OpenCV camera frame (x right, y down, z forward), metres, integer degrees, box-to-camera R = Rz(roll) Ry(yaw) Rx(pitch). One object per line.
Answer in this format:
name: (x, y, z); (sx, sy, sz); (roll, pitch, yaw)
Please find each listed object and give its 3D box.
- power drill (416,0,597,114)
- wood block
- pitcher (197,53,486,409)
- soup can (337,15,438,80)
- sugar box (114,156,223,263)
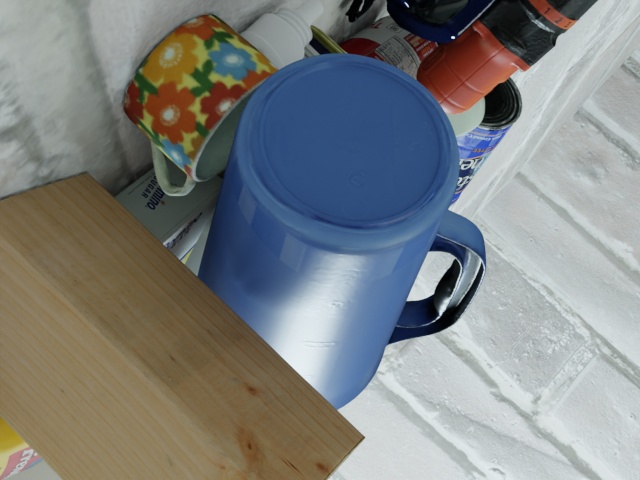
power drill: (0.144, -0.189, 0.731); (0.185, 0.057, 0.187); (-39, -160, 33)
wood block: (-0.092, 0.072, 0.543); (0.091, 0.206, 0.090); (-53, 169, 28)
pitcher: (0.007, 0.005, 0.601); (0.149, 0.145, 0.243); (-40, 167, -24)
soup can: (0.034, -0.114, 0.765); (0.102, 0.068, 0.069); (-40, 168, -40)
sugar box: (-0.128, 0.027, 0.685); (0.093, 0.048, 0.176); (-47, 171, -47)
